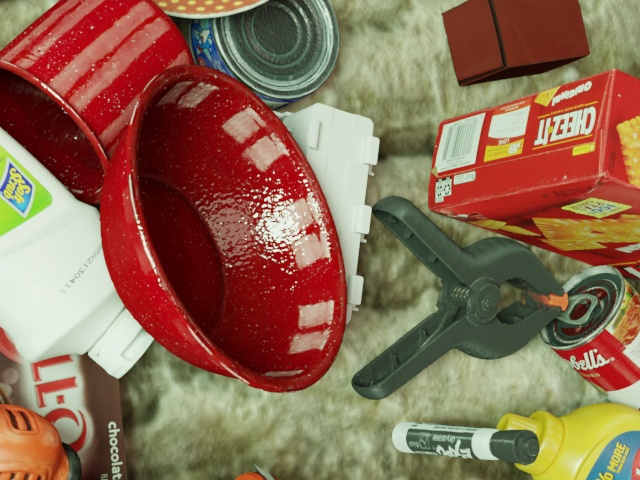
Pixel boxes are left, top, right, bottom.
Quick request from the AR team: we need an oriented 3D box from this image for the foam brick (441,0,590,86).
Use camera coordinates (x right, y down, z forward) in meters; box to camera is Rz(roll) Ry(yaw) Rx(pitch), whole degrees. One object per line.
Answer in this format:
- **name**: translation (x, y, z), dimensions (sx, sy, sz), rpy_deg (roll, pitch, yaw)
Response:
- **foam brick**: translation (0.131, -0.138, 0.713), dimensions (0.078, 0.053, 0.051), rpy_deg (-13, 90, -31)

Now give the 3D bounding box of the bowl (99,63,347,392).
- **bowl**: translation (-0.053, 0.001, 0.510), dimensions (0.162, 0.055, 0.162), rpy_deg (37, 42, -43)

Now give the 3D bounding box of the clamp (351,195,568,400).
- **clamp**: translation (0.089, 0.027, 0.665), dimensions (0.171, 0.039, 0.120), rpy_deg (-9, 110, -38)

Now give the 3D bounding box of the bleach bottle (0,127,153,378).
- **bleach bottle**: translation (-0.184, -0.020, 0.483), dimensions (0.250, 0.068, 0.102), rpy_deg (41, 57, -9)

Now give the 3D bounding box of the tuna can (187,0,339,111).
- **tuna can**: translation (-0.032, -0.120, 0.627), dimensions (0.086, 0.034, 0.086), rpy_deg (4, 81, -30)

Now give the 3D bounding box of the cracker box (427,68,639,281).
- **cracker box**: translation (0.200, -0.027, 0.674), dimensions (0.213, 0.164, 0.072), rpy_deg (17, 77, -27)

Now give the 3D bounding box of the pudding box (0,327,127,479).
- **pudding box**: translation (-0.147, 0.076, 0.532), dimensions (0.089, 0.039, 0.113), rpy_deg (-2, 84, -30)

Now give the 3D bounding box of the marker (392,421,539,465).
- **marker**: translation (0.082, 0.116, 0.612), dimensions (0.020, 0.121, 0.020), rpy_deg (4, 81, -30)

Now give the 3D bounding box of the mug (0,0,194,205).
- **mug**: translation (-0.112, -0.070, 0.548), dimensions (0.081, 0.093, 0.117), rpy_deg (-52, 123, -30)
